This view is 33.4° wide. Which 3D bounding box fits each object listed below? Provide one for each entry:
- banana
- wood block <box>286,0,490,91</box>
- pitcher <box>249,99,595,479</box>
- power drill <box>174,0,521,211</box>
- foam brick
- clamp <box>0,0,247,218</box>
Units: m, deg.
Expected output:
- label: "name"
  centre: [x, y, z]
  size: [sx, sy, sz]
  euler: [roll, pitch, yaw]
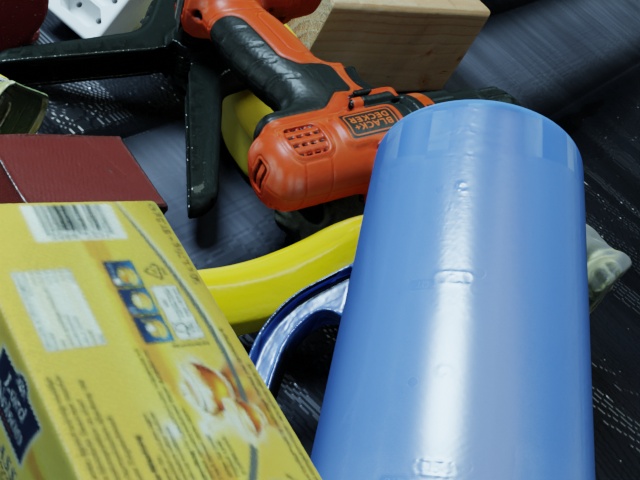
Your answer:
- label: "banana"
  centre: [-0.057, 0.019, 0.563]
  size: [0.197, 0.037, 0.069]
  euler: [0, 83, -15]
- label: "wood block"
  centre: [0.034, -0.184, 0.888]
  size: [0.205, 0.090, 0.091]
  euler: [-10, 52, -46]
- label: "pitcher"
  centre: [0.055, 0.057, 0.503]
  size: [0.149, 0.145, 0.242]
  euler: [25, 57, -24]
- label: "power drill"
  centre: [0.010, -0.106, 0.644]
  size: [0.184, 0.057, 0.188]
  euler: [-15, 55, -31]
- label: "foam brick"
  centre: [-0.123, -0.014, 0.503]
  size: [0.078, 0.053, 0.051]
  euler: [-6, 51, -46]
- label: "clamp"
  centre: [-0.081, -0.110, 0.688]
  size: [0.164, 0.036, 0.209]
  euler: [40, 54, 13]
